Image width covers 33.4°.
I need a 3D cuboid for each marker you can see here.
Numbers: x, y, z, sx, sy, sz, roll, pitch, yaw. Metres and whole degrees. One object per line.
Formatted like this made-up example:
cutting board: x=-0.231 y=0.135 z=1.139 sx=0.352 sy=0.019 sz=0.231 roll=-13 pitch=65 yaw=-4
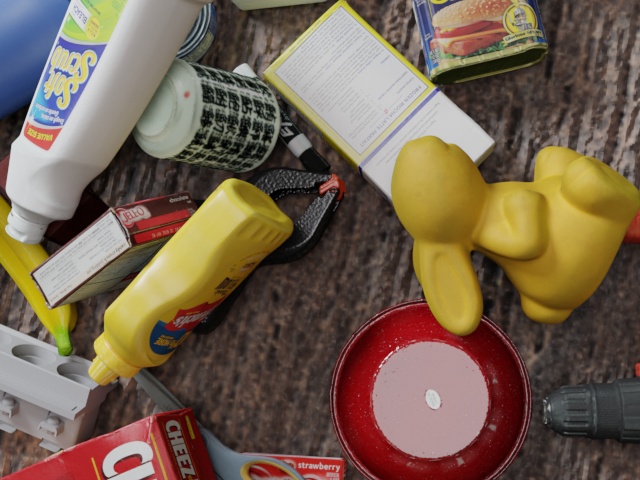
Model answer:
marker: x=-0.032 y=-0.097 z=0.892 sx=0.020 sy=0.020 sz=0.121 roll=-39 pitch=79 yaw=0

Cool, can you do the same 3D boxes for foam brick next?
foam brick: x=-0.226 y=-0.041 z=0.889 sx=0.078 sy=0.053 sz=0.051 roll=44 pitch=88 yaw=10

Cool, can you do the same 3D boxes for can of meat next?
can of meat: x=0.128 y=-0.179 z=0.867 sx=0.102 sy=0.057 sz=0.084 roll=-13 pitch=83 yaw=5

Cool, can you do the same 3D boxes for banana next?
banana: x=-0.252 y=0.003 z=0.865 sx=0.037 sy=0.070 sz=0.198 roll=-36 pitch=101 yaw=-6

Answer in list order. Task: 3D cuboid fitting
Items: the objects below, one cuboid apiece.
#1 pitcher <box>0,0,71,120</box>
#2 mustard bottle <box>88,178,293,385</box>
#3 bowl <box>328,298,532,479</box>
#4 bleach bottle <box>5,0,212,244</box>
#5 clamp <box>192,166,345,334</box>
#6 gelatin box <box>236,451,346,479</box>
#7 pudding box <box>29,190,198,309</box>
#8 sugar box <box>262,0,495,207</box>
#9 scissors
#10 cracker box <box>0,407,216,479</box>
pitcher: x=-0.305 y=-0.157 z=0.883 sx=0.243 sy=0.149 sz=0.145 roll=-32 pitch=122 yaw=4
mustard bottle: x=-0.108 y=0.039 z=0.811 sx=0.192 sy=0.096 sz=0.058 roll=-45 pitch=77 yaw=10
bowl: x=0.085 y=0.123 z=0.827 sx=0.162 sy=0.055 sz=0.162 roll=-1 pitch=82 yaw=6
bleach bottle: x=-0.172 y=-0.104 z=0.800 sx=0.103 sy=0.067 sz=0.251 roll=45 pitch=113 yaw=39
clamp: x=-0.056 y=0.001 z=0.867 sx=0.171 sy=0.039 sz=0.120 roll=-18 pitch=87 yaw=14
gelatin box: x=-0.026 y=0.206 z=0.840 sx=0.089 sy=0.030 sz=0.073 roll=2 pitch=82 yaw=7
pudding box: x=-0.158 y=0.007 z=0.834 sx=0.114 sy=0.089 sz=0.039 roll=-35 pitch=80 yaw=33
sugar box: x=0.047 y=-0.104 z=0.871 sx=0.093 sy=0.048 sz=0.176 roll=-44 pitch=83 yaw=-1
scissors: x=-0.095 y=0.178 z=0.833 sx=0.202 sy=0.016 sz=0.096 roll=28 pitch=89 yaw=17
cracker box: x=-0.174 y=0.242 z=0.809 sx=0.214 sy=0.072 sz=0.164 roll=-25 pitch=79 yaw=17
